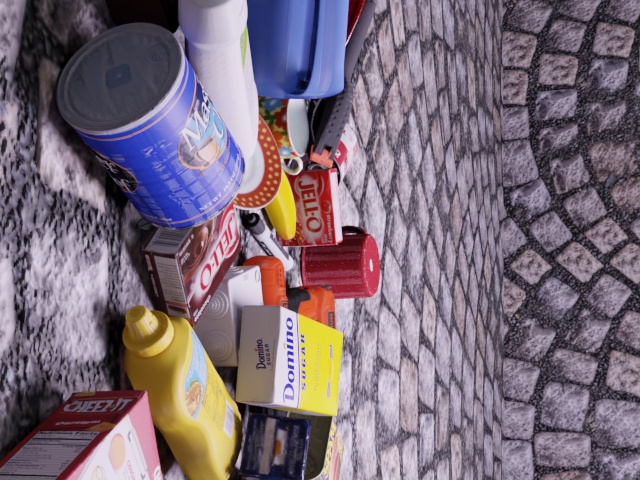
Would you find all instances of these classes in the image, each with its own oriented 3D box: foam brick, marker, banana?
[{"bbox_3d":[-0.148,-0.216,0.896,0.053,0.051,0.078,-71,152,-48],"label":"foam brick"},{"bbox_3d":[-0.058,0.001,1.198,0.121,0.020,0.020,56,35,-58],"label":"marker"},{"bbox_3d":[-0.065,-0.064,1.162,0.197,0.037,0.069,47,52,-63],"label":"banana"}]

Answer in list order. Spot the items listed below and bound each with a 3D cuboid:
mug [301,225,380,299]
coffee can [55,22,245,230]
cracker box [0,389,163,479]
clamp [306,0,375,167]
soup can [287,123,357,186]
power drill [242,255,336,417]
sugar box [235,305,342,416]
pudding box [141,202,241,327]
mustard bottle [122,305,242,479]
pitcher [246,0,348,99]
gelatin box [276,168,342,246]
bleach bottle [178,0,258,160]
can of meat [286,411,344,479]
[{"bbox_3d":[0.030,0.025,1.368,0.117,0.082,0.093,-74,154,-45],"label":"mug"},{"bbox_3d":[-0.131,-0.087,0.847,0.140,0.103,0.102,61,31,-54],"label":"coffee can"},{"bbox_3d":[-0.175,0.219,0.713,0.213,0.072,0.164,-51,137,-66],"label":"cracker box"},{"bbox_3d":[0.016,-0.180,1.256,0.165,0.036,0.210,-52,-155,43],"label":"clamp"},{"bbox_3d":[0.004,-0.104,1.330,0.102,0.069,0.068,-63,146,-58],"label":"soup can"},{"bbox_3d":[-0.035,0.114,1.190,0.187,0.057,0.184,18,71,-71],"label":"power drill"},{"bbox_3d":[-0.027,0.123,1.062,0.176,0.048,0.093,33,58,-68],"label":"sugar box"},{"bbox_3d":[-0.112,0.007,0.955,0.113,0.039,0.090,-60,152,-42],"label":"pudding box"},{"bbox_3d":[-0.122,0.122,0.912,0.096,0.058,0.191,-88,164,-44],"label":"mustard bottle"},{"bbox_3d":[-0.026,-0.263,1.041,0.144,0.149,0.243,-39,140,-58],"label":"pitcher"},{"bbox_3d":[-0.016,-0.038,1.247,0.030,0.073,0.089,-26,112,-70],"label":"gelatin box"},{"bbox_3d":[-0.088,-0.166,0.900,0.251,0.068,0.102,95,-8,-64],"label":"bleach bottle"},{"bbox_3d":[-0.009,0.254,1.254,0.084,0.057,0.102,70,25,-49],"label":"can of meat"}]
